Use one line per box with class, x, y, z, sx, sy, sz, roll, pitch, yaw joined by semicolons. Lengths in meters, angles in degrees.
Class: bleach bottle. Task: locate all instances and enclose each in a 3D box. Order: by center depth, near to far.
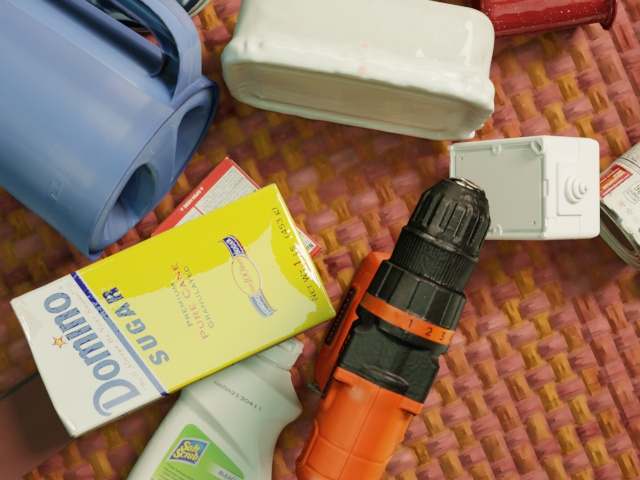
bleach bottle;-0.078;0.174;0.693;0.102;0.068;0.251;30;89;-1

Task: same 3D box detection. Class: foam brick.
foam brick;-0.187;0.117;0.697;0.078;0.053;0.051;-35;91;2

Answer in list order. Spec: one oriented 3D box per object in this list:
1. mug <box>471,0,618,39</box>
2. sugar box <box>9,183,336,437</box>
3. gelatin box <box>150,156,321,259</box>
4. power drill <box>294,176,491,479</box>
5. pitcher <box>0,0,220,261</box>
mug;0.134;-0.182;0.676;0.081;0.093;0.117;-9;60;5
sugar box;-0.089;0.043;0.656;0.176;0.048;0.093;-25;85;-8
gelatin box;-0.055;0.001;0.705;0.089;0.030;0.073;44;90;-1
power drill;0.040;0.050;0.626;0.057;0.187;0.184;26;93;1
pitcher;-0.188;-0.115;0.652;0.243;0.145;0.149;36;86;3
